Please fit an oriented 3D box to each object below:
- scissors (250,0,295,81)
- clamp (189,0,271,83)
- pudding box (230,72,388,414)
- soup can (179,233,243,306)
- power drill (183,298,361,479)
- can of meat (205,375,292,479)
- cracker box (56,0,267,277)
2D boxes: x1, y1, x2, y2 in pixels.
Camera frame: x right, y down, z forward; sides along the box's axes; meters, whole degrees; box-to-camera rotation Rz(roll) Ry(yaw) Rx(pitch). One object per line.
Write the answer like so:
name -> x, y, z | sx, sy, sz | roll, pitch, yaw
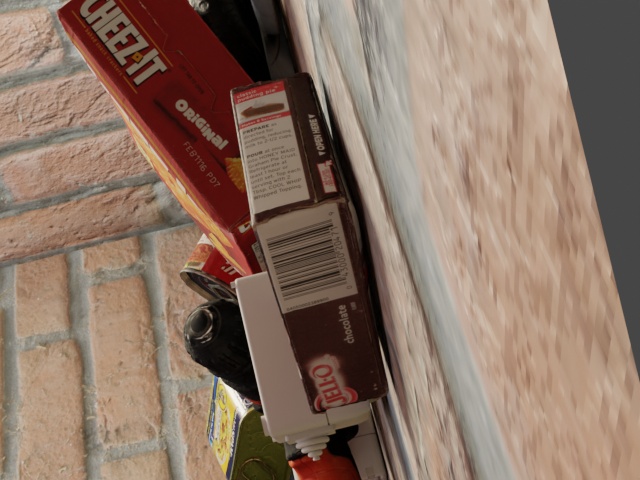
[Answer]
scissors -> -0.043, -0.175, 0.650 | 0.096, 0.016, 0.202 | 73, -178, -64
clamp -> -0.065, -0.163, 0.693 | 0.171, 0.039, 0.120 | 63, -163, -18
pudding box -> -0.004, 0.002, 0.443 | 0.090, 0.039, 0.113 | -105, 2, -49
soup can -> -0.055, 0.001, 0.837 | 0.102, 0.068, 0.068 | -60, -15, -19
power drill -> -0.009, 0.135, 0.630 | 0.184, 0.057, 0.188 | 36, -145, -53
can of meat -> -0.063, 0.164, 0.944 | 0.084, 0.057, 0.102 | -131, 45, -54
cracker box -> -0.072, -0.063, 0.677 | 0.164, 0.072, 0.213 | 51, 174, 9
